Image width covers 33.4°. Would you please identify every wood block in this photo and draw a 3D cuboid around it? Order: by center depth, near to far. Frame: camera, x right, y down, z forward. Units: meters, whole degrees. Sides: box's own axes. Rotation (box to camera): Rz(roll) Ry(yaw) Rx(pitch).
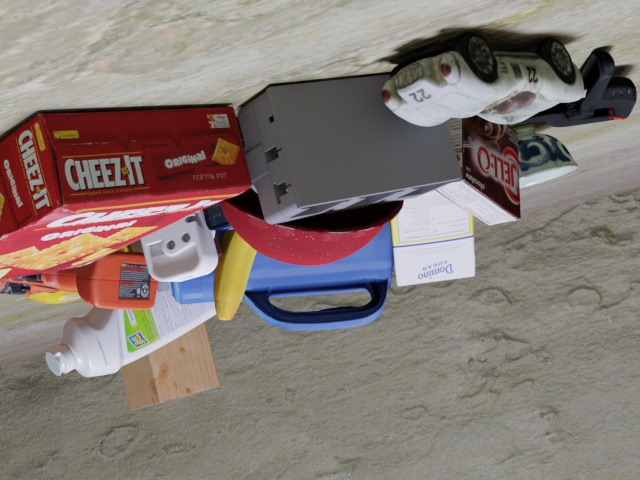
[{"bbox_3d":[-0.207,0.098,1.339,0.090,0.206,0.091,-11,173,-38],"label":"wood block"}]

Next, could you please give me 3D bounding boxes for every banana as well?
[{"bbox_3d":[-0.063,-0.013,1.069,0.037,0.070,0.198,17,116,-41],"label":"banana"}]

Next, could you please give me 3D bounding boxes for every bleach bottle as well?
[{"bbox_3d":[-0.201,0.074,1.210,0.250,0.102,0.068,-30,-162,-37],"label":"bleach bottle"}]

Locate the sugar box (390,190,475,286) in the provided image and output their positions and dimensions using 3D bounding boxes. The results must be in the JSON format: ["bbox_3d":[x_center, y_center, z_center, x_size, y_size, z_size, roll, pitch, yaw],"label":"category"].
[{"bbox_3d":[0.120,-0.030,1.171,0.093,0.048,0.176,-7,135,1],"label":"sugar box"}]

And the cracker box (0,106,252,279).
[{"bbox_3d":[-0.180,-0.030,0.786,0.163,0.072,0.214,-10,173,-45],"label":"cracker box"}]

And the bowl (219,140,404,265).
[{"bbox_3d":[-0.016,-0.026,0.871,0.162,0.055,0.162,8,-150,-5],"label":"bowl"}]

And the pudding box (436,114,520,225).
[{"bbox_3d":[0.140,-0.073,0.959,0.039,0.090,0.113,-14,155,36],"label":"pudding box"}]

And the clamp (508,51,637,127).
[{"bbox_3d":[0.236,-0.134,1.038,0.165,0.036,0.209,-16,171,33],"label":"clamp"}]

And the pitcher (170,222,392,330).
[{"bbox_3d":[-0.044,0.012,1.163,0.242,0.145,0.149,-7,-160,-7],"label":"pitcher"}]

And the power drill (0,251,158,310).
[{"bbox_3d":[-0.270,0.032,1.057,0.188,0.057,0.184,5,-179,29],"label":"power drill"}]
